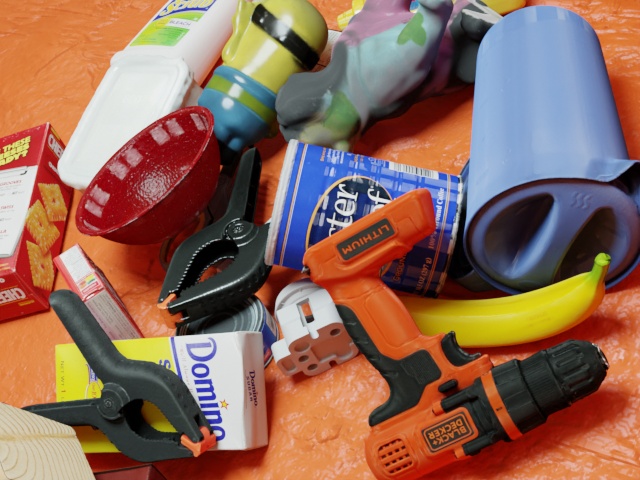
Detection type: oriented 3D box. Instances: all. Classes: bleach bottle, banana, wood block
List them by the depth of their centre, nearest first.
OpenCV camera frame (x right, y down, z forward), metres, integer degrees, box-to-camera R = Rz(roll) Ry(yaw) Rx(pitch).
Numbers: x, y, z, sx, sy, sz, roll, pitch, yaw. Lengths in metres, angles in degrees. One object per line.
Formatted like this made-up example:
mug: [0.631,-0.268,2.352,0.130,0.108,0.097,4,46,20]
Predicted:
wood block: [-0.267,0.228,0.788,0.206,0.090,0.090,-50,43,9]
banana: [0.131,0.051,0.807,0.198,0.069,0.037,-14,29,26]
bleach bottle: [-0.136,-0.266,1.238,0.103,0.068,0.250,8,53,30]

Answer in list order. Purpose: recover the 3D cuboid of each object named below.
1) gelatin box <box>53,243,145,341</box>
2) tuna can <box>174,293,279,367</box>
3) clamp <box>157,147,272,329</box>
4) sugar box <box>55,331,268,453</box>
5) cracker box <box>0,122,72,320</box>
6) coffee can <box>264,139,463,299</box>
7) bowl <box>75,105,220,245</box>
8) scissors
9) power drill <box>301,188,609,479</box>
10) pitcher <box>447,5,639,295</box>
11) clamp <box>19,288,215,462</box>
gelatin box: [-0.196,0.055,0.957,0.030,0.089,0.073,-35,44,-8]
tuna can: [-0.081,0.082,0.912,0.086,0.033,0.086,-15,46,15]
clamp: [-0.056,0.001,0.932,0.165,0.036,0.209,15,51,34]
sugar box: [-0.131,0.124,0.865,0.176,0.048,0.093,-7,83,25]
cracker box: [-0.351,-0.009,1.109,0.164,0.072,0.213,-15,45,14]
coffee can: [0.034,-0.017,0.854,0.140,0.103,0.102,12,52,0]
bowl: [-0.146,-0.049,0.979,0.162,0.055,0.162,-29,32,20]
scissors: [-0.085,-0.045,1.043,0.096,0.016,0.201,14,58,34]
power drill: [0.085,0.061,0.758,0.184,0.057,0.188,-28,82,12]
pitcher: [0.175,-0.075,0.867,0.149,0.145,0.242,-1,46,8]
clamp: [-0.157,0.111,0.827,0.172,0.120,0.039,15,20,17]
